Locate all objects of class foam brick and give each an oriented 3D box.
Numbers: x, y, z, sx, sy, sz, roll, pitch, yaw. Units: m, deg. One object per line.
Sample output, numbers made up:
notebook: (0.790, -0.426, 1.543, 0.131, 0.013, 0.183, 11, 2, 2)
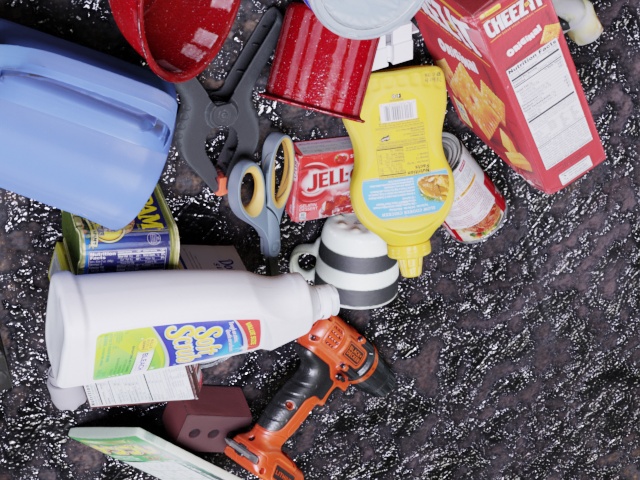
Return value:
foam brick: (-0.120, 0.187, 1.122, 0.078, 0.051, 0.053, 8, 120, -31)

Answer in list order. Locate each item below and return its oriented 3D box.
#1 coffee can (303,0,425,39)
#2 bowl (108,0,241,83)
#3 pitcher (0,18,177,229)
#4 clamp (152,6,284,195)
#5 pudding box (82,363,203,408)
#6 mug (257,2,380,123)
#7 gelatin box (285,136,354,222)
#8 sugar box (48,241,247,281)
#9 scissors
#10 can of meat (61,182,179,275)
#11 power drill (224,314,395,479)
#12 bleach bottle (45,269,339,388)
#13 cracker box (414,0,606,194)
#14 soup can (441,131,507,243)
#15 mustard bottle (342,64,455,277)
coffee can: (0.013, -0.229, 0.818, 0.102, 0.140, 0.103, -13, 129, -17)
bowl: (-0.113, -0.203, 0.802, 0.162, 0.055, 0.162, 19, 90, -72)
pitcher: (-0.233, -0.106, 0.793, 0.242, 0.145, 0.149, 19, 117, -32)
clamp: (-0.081, -0.122, 0.922, 0.120, 0.039, 0.171, -15, 129, -12)
pudding box: (-0.176, 0.113, 1.018, 0.113, 0.039, 0.090, -5, 124, 9)
mug: (0.002, -0.150, 0.896, 0.093, 0.117, 0.081, 15, 97, -2)
gelatin box: (0.013, -0.060, 1.018, 0.089, 0.030, 0.073, -9, 126, -21)
sugar box: (-0.150, 0.043, 0.973, 0.175, 0.093, 0.048, 5, 122, -28)
scissors: (-0.056, 0.001, 0.973, 0.096, 0.016, 0.202, -18, 120, -54)
can of meat: (-0.175, -0.007, 0.919, 0.083, 0.102, 0.057, -3, 126, -22)
power drill: (-0.006, 0.177, 1.133, 0.187, 0.057, 0.184, -57, 138, -11)
bleach bottle: (-0.099, 0.061, 0.902, 0.250, 0.068, 0.103, -7, 141, -24)
cracker box: (0.148, -0.161, 0.921, 0.072, 0.164, 0.213, -36, 132, -1)
soup can: (0.133, -0.052, 1.058, 0.068, 0.068, 0.102, -41, 131, 6)
mustard bottle: (0.073, -0.060, 0.978, 0.096, 0.058, 0.191, -9, 102, -6)
